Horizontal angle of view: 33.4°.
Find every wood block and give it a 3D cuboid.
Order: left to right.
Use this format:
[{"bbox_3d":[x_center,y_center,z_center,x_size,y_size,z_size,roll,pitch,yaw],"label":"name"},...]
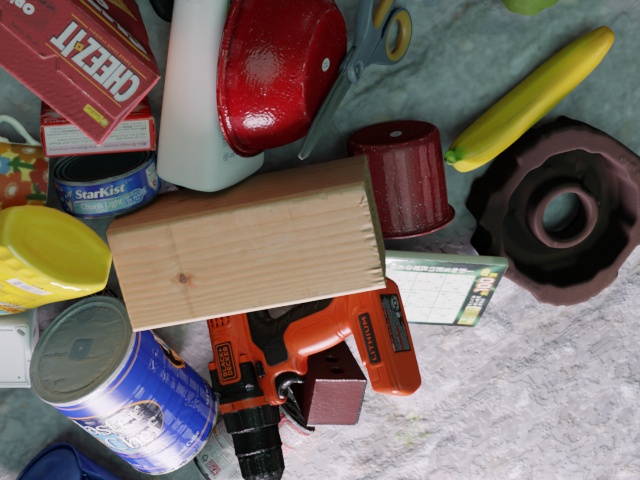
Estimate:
[{"bbox_3d":[-0.056,0.001,0.866,0.206,0.090,0.091,-10,108,7],"label":"wood block"}]

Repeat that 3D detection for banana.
[{"bbox_3d":[0.180,-0.117,0.943,0.197,0.070,0.037,-40,95,-12],"label":"banana"}]

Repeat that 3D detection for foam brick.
[{"bbox_3d":[0.006,0.133,1.006,0.053,0.078,0.051,3,112,-18],"label":"foam brick"}]

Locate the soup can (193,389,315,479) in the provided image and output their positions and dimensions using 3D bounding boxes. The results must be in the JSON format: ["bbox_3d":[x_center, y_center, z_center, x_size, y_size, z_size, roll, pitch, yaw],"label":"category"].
[{"bbox_3d":[-0.064,0.189,1.019,0.102,0.068,0.068,-43,117,7],"label":"soup can"}]

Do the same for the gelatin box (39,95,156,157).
[{"bbox_3d":[-0.179,-0.094,0.859,0.089,0.073,0.030,-6,114,-11],"label":"gelatin box"}]

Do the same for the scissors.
[{"bbox_3d":[0.034,-0.134,0.864,0.096,0.016,0.201,45,60,-56],"label":"scissors"}]

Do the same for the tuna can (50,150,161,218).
[{"bbox_3d":[-0.174,-0.051,0.873,0.086,0.086,0.034,-14,118,-8],"label":"tuna can"}]

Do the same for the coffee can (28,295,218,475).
[{"bbox_3d":[-0.168,0.127,0.925,0.103,0.103,0.140,-35,134,3],"label":"coffee can"}]

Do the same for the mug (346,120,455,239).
[{"bbox_3d":[0.056,-0.053,0.928,0.117,0.093,0.081,-15,112,-15],"label":"mug"}]

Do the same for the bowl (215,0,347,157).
[{"bbox_3d":[-0.021,-0.139,0.830,0.055,0.161,0.162,13,114,19],"label":"bowl"}]

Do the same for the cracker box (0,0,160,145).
[{"bbox_3d":[-0.198,-0.172,0.740,0.164,0.214,0.072,40,99,-26],"label":"cracker box"}]

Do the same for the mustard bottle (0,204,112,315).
[{"bbox_3d":[-0.258,0.024,0.853,0.192,0.058,0.096,-16,148,42],"label":"mustard bottle"}]

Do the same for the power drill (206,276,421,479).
[{"bbox_3d":[-0.011,0.115,0.926,0.188,0.057,0.184,-17,83,27],"label":"power drill"}]

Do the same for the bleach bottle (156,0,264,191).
[{"bbox_3d":[-0.076,-0.170,0.831,0.068,0.102,0.251,16,115,18],"label":"bleach bottle"}]
